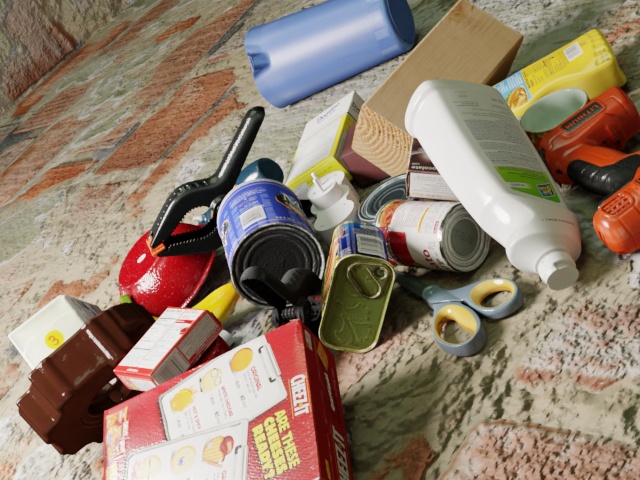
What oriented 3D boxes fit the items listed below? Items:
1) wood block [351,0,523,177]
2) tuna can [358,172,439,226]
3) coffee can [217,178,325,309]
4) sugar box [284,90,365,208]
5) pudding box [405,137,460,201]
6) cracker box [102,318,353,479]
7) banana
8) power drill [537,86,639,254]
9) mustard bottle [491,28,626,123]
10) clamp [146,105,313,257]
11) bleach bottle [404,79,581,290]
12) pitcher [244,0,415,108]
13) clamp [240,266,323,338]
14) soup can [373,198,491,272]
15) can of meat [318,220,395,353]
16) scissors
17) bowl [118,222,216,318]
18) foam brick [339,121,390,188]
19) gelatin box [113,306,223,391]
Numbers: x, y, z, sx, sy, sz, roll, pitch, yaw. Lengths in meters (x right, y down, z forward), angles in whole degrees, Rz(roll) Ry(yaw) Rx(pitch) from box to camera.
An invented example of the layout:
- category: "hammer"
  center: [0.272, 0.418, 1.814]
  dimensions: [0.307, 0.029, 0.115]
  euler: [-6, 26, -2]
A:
- category: "wood block"
  center: [0.135, -0.171, 1.234]
  dimensions: [0.205, 0.091, 0.090]
  euler: [-49, -14, -27]
- category: "tuna can"
  center: [0.084, -0.036, 1.163]
  dimensions: [0.086, 0.033, 0.086]
  euler: [-29, 26, 15]
- category: "coffee can"
  center: [-0.058, 0.001, 1.195]
  dimensions: [0.103, 0.102, 0.140]
  euler: [-34, 25, 4]
- category: "sugar box"
  center: [0.010, -0.116, 1.377]
  dimensions: [0.093, 0.048, 0.176]
  euler: [-32, 21, 30]
- category: "pudding box"
  center: [0.147, -0.077, 1.096]
  dimensions: [0.113, 0.039, 0.090]
  euler: [3, 34, 9]
- category: "cracker box"
  center: [-0.083, 0.185, 0.903]
  dimensions: [0.214, 0.072, 0.164]
  euler: [-26, 43, 17]
- category: "banana"
  center: [-0.166, 0.091, 1.224]
  dimensions: [0.198, 0.069, 0.037]
  euler: [-7, 4, 38]
- category: "power drill"
  center: [0.292, -0.081, 0.951]
  dimensions: [0.184, 0.057, 0.188]
  euler: [-36, 25, 0]
- category: "mustard bottle"
  center: [0.230, -0.155, 1.160]
  dimensions: [0.192, 0.058, 0.096]
  euler: [-28, 28, 16]
- category: "clamp"
  center: [-0.108, -0.040, 1.269]
  dimensions: [0.210, 0.164, 0.036]
  euler: [-38, 33, 2]
- category: "bleach bottle"
  center: [0.164, -0.051, 0.979]
  dimensions: [0.102, 0.068, 0.251]
  euler: [2, 41, -21]
- category: "pitcher"
  center: [0.021, -0.301, 1.619]
  dimensions: [0.243, 0.145, 0.149]
  euler: [-17, 43, 28]
- category: "clamp"
  center: [-0.032, 0.063, 1.032]
  dimensions: [0.039, 0.120, 0.171]
  euler: [1, 19, 18]
- category: "soup can"
  center: [0.108, -0.006, 1.040]
  dimensions: [0.068, 0.068, 0.102]
  euler: [-47, 28, -24]
- category: "can of meat"
  center: [0.033, 0.042, 1.019]
  dimensions: [0.057, 0.102, 0.084]
  euler: [10, 25, -6]
- category: "scissors"
  center: [0.124, 0.045, 0.994]
  dimensions: [0.096, 0.016, 0.202]
  euler: [-32, 25, 4]
- category: "bowl"
  center: [-0.202, 0.034, 1.330]
  dimensions: [0.162, 0.055, 0.162]
  euler: [-36, 33, 28]
- category: "foam brick"
  center: [0.063, -0.110, 1.300]
  dimensions: [0.051, 0.053, 0.078]
  euler: [-23, 29, 25]
- category: "gelatin box"
  center: [-0.144, 0.103, 1.013]
  dimensions: [0.073, 0.030, 0.089]
  euler: [-3, 40, 52]
